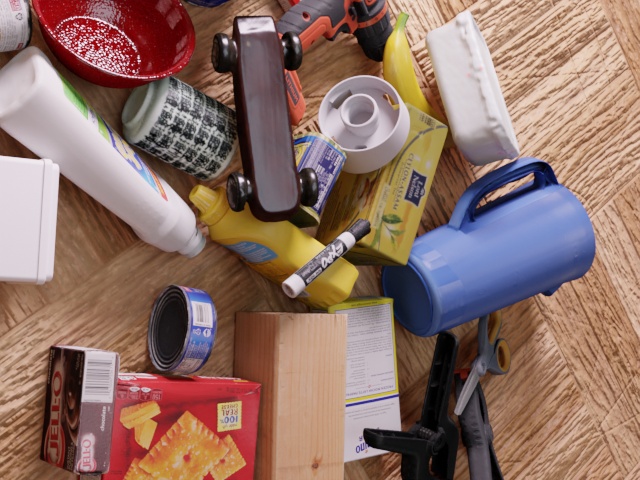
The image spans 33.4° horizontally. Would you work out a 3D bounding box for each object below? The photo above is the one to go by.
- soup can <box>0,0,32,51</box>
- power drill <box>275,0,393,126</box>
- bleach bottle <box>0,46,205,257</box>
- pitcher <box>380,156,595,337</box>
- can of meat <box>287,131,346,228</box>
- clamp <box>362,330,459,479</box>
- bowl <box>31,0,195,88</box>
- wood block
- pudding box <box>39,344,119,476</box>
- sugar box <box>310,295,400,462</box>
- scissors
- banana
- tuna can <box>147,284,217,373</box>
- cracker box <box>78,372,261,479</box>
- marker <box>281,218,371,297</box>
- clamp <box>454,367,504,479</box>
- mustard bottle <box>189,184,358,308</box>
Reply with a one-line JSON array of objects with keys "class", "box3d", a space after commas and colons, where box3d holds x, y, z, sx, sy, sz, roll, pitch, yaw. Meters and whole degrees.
[{"class": "soup can", "box3d": [-0.319, -0.198, 0.955, 0.102, 0.069, 0.068, -16, 97, -33]}, {"class": "power drill", "box3d": [0.003, -0.216, 1.154, 0.187, 0.057, 0.184, -52, 141, -18]}, {"class": "bleach bottle", "box3d": [-0.201, -0.069, 1.018, 0.068, 0.103, 0.250, -41, 127, 6]}, {"class": "pitcher", "box3d": [0.193, 0.014, 1.251, 0.242, 0.145, 0.149, -21, 74, -29]}, {"class": "can of meat", "box3d": [-0.027, -0.062, 1.124, 0.057, 0.102, 0.084, 36, 68, -27]}, {"class": "clamp", "box3d": [0.124, 0.212, 1.205, 0.164, 0.036, 0.210, -51, 140, -24]}, {"class": "bowl", "box3d": [-0.203, -0.198, 1.015, 0.162, 0.055, 0.162, 19, 48, -22]}, {"class": "wood block", "box3d": [-0.033, 0.178, 1.120, 0.090, 0.090, 0.206, 4, 86, -34]}, {"class": "pudding box", "box3d": [-0.225, 0.156, 0.993, 0.039, 0.090, 0.113, 10, 83, -34]}, {"class": "sugar box", "box3d": [0.040, 0.153, 1.196, 0.093, 0.048, 0.176, -4, 95, -34]}, {"class": "scissors", "box3d": [0.196, 0.160, 1.270, 0.096, 0.016, 0.201, 60, 35, -31]}, {"class": "banana", "box3d": [0.114, -0.165, 1.233, 0.069, 0.037, 0.197, -40, 131, -13]}, {"class": "tuna can", "box3d": [-0.137, 0.088, 1.056, 0.033, 0.086, 0.086, 11, 83, -34]}, {"class": "cracker box", "box3d": [-0.151, 0.240, 1.051, 0.163, 0.072, 0.214, 7, 85, -33]}, {"class": "marker", "box3d": [0.009, 0.016, 1.076, 0.121, 0.020, 0.020, -40, 110, -29]}, {"class": "clamp", "box3d": [0.186, 0.240, 1.266, 0.039, 0.120, 0.171, -15, 95, 11]}, {"class": "mustard bottle", "box3d": [-0.057, 0.001, 1.104, 0.191, 0.096, 0.058, 35, 70, -27]}]
